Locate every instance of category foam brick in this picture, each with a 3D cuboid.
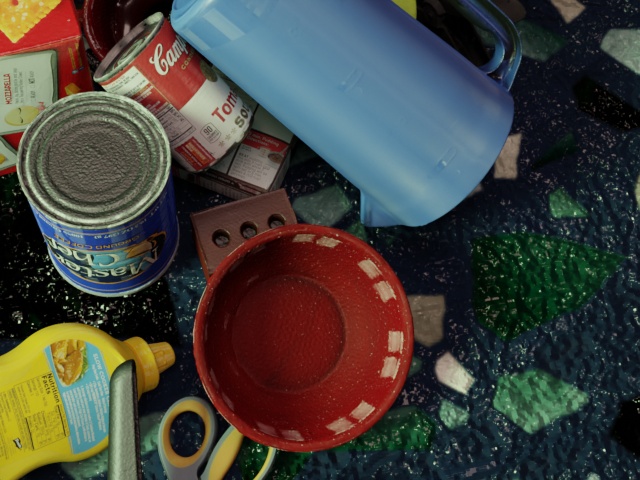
[{"bbox_3d":[-0.055,0.001,0.818,0.078,0.051,0.053,-17,71,-11],"label":"foam brick"}]

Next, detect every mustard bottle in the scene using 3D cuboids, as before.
[{"bbox_3d":[-0.187,0.110,0.742,0.191,0.058,0.096,-19,100,-33],"label":"mustard bottle"}]

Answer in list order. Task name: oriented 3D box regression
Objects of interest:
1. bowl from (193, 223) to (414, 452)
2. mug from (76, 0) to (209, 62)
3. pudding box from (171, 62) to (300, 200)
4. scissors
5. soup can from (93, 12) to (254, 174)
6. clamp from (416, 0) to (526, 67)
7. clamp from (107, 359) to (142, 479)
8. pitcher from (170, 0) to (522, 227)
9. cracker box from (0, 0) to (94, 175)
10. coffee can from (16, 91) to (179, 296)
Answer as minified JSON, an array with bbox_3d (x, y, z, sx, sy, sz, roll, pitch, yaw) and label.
[{"bbox_3d":[-0.016,0.069,0.777,0.162,0.055,0.162,1,88,-14],"label":"bowl"},{"bbox_3d":[-0.141,-0.173,0.853,0.117,0.081,0.093,1,93,15],"label":"mug"},{"bbox_3d":[-0.062,-0.091,0.861,0.090,0.039,0.113,21,67,5],"label":"pudding box"},{"bbox_3d":[-0.109,0.195,0.757,0.096,0.016,0.201,36,70,11],"label":"scissors"},{"bbox_3d":[-0.106,-0.106,0.781,0.102,0.069,0.068,46,68,-25],"label":"soup can"},{"bbox_3d":[0.109,-0.186,0.893,0.039,0.120,0.172,-26,52,-19],"label":"clamp"},{"bbox_3d":[-0.108,0.207,0.715,0.164,0.036,0.210,26,83,2],"label":"clamp"},{"bbox_3d":[0.022,-0.135,0.777,0.242,0.145,0.149,36,58,-23],"label":"pitcher"},{"bbox_3d":[-0.276,-0.106,0.781,0.213,0.164,0.072,-15,69,-11],"label":"cracker box"},{"bbox_3d":[-0.156,-0.029,0.773,0.102,0.140,0.103,2,68,-5],"label":"coffee can"}]
